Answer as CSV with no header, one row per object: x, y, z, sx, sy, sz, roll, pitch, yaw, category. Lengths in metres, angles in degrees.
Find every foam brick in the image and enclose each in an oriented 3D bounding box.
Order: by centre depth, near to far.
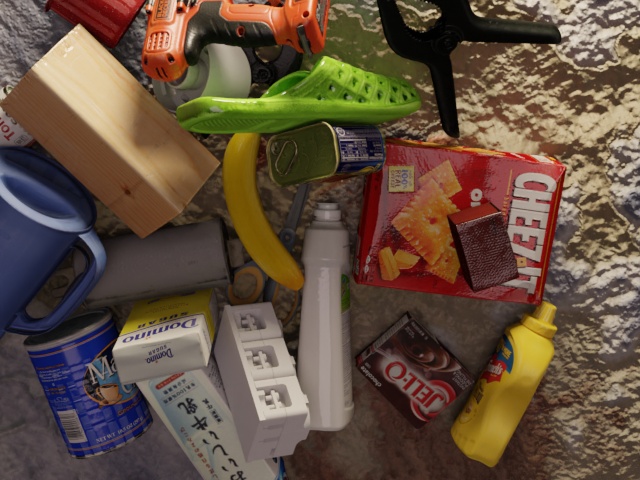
0.173,0.007,1.135,0.053,0.051,0.078,-17,103,0,foam brick

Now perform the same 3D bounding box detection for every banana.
-0.068,-0.038,1.159,0.070,0.037,0.198,-11,90,21,banana

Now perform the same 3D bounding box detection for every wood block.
-0.221,-0.112,1.129,0.206,0.090,0.091,45,140,-15,wood block

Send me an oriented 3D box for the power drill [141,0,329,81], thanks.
-0.085,-0.247,1.089,0.188,0.057,0.184,-3,62,15,power drill

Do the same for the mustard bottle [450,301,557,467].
0.217,0.156,1.218,0.058,0.096,0.192,25,101,-6,mustard bottle

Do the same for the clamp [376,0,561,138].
0.129,-0.206,1.128,0.209,0.036,0.165,27,118,-25,clamp

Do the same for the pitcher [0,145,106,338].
-0.348,0.033,1.147,0.144,0.149,0.243,19,120,-40,pitcher

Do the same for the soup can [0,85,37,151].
-0.358,-0.113,1.163,0.102,0.068,0.068,-37,101,6,soup can

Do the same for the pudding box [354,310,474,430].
0.109,0.151,1.244,0.090,0.039,0.113,-43,100,8,pudding box

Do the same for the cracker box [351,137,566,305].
0.151,-0.022,1.191,0.213,0.072,0.164,7,102,-3,cracker box

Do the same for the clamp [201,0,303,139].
-0.054,-0.176,1.171,0.120,0.039,0.171,16,108,-11,clamp

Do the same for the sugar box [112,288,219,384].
-0.164,0.097,1.156,0.093,0.176,0.048,-12,102,1,sugar box

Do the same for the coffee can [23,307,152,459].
-0.261,0.160,1.206,0.103,0.103,0.140,-18,102,3,coffee can

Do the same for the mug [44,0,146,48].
-0.226,-0.266,1.130,0.081,0.093,0.117,33,63,-13,mug

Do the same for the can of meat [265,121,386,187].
0.007,-0.091,1.130,0.102,0.083,0.057,-10,88,44,can of meat

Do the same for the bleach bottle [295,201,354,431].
0.006,0.081,1.207,0.068,0.102,0.251,2,96,8,bleach bottle

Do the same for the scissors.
-0.058,0.001,1.220,0.096,0.016,0.202,3,102,-2,scissors
